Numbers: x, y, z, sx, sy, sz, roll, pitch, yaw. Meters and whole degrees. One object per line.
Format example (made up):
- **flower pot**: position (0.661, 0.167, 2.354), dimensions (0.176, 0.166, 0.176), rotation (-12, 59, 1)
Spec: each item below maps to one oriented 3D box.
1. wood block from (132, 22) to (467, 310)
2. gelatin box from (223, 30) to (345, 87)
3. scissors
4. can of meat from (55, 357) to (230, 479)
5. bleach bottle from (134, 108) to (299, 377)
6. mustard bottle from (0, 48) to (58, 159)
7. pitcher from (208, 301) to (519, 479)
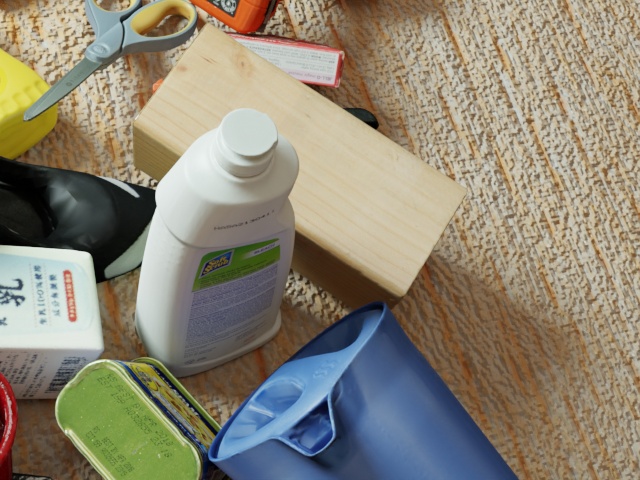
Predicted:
- **wood block**: position (-0.018, -0.042, 0.728), dimensions (0.206, 0.091, 0.090), rotation (33, 72, 1)
- **gelatin box**: position (-0.031, -0.141, 0.820), dimensions (0.089, 0.073, 0.030), rotation (6, 103, -10)
- **scissors**: position (-0.174, -0.150, 0.796), dimensions (0.096, 0.016, 0.201), rotation (36, 44, 17)
- **can of meat**: position (-0.105, 0.118, 0.649), dimensions (0.057, 0.084, 0.102), rotation (-45, 79, 0)
- **bleach bottle**: position (-0.054, 0.001, 0.636), dimensions (0.102, 0.251, 0.068), rotation (-24, 70, -24)
- **mustard bottle**: position (-0.282, -0.135, 0.766), dimensions (0.096, 0.058, 0.192), rotation (-37, 76, -28)
- **pitcher**: position (0.060, 0.163, 0.633), dimensions (0.243, 0.145, 0.149), rotation (50, 47, -7)
